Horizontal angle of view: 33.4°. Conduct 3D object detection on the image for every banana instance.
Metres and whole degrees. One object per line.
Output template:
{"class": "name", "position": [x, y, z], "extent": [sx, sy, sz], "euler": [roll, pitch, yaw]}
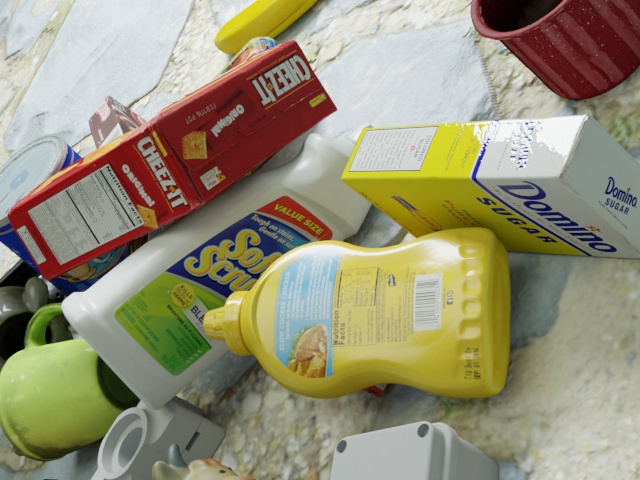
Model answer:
{"class": "banana", "position": [-0.041, -0.229, 1.018], "extent": [0.198, 0.037, 0.069], "euler": [-29, 43, 33]}

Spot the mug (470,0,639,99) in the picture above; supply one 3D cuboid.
{"class": "mug", "position": [0.163, -0.150, 0.666], "extent": [0.117, 0.081, 0.093], "euler": [-48, 35, 11]}

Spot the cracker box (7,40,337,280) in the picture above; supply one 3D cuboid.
{"class": "cracker box", "position": [-0.117, -0.060, 0.808], "extent": [0.214, 0.072, 0.163], "euler": [-22, 13, 45]}

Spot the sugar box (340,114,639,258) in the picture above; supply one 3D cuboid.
{"class": "sugar box", "position": [0.104, -0.029, 0.626], "extent": [0.177, 0.093, 0.048], "euler": [7, 67, 53]}

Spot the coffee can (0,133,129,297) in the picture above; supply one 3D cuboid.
{"class": "coffee can", "position": [-0.217, -0.010, 0.942], "extent": [0.103, 0.140, 0.103], "euler": [-28, 36, 22]}

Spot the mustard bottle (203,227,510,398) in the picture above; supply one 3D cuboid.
{"class": "mustard bottle", "position": [0.016, 0.047, 0.644], "extent": [0.192, 0.058, 0.096], "euler": [-5, 70, 24]}

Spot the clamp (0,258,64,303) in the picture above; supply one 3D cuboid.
{"class": "clamp", "position": [-0.257, 0.006, 1.065], "extent": [0.120, 0.039, 0.171], "euler": [12, 63, 45]}

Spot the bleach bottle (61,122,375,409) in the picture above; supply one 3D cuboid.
{"class": "bleach bottle", "position": [-0.055, 0.001, 0.757], "extent": [0.250, 0.102, 0.068], "euler": [-42, 19, -8]}

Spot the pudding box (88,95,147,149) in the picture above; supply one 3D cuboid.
{"class": "pudding box", "position": [-0.164, -0.078, 0.995], "extent": [0.039, 0.090, 0.113], "euler": [-47, 35, 14]}
